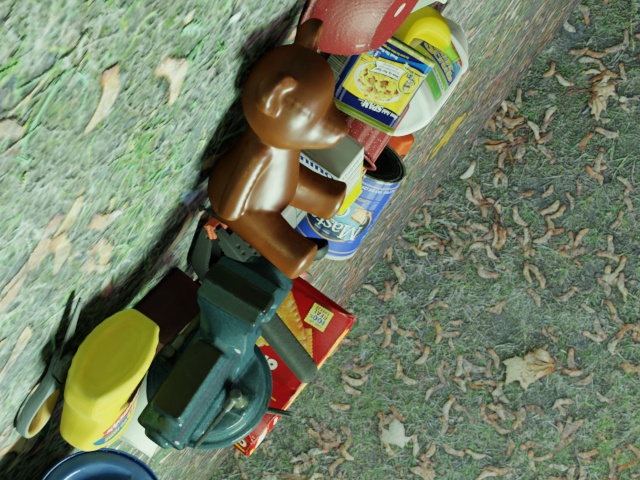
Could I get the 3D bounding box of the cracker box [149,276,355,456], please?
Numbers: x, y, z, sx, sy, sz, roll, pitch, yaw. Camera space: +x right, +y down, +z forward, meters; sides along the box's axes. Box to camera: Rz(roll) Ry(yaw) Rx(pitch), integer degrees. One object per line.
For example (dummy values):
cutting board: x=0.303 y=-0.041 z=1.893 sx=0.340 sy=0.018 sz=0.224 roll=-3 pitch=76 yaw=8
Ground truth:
cracker box: x=-0.085 y=0.133 z=1.339 sx=0.213 sy=0.164 sz=0.072 roll=-49 pitch=170 yaw=-26

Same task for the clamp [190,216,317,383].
clamp: x=-0.094 y=0.055 z=1.119 sx=0.036 sy=0.165 sz=0.210 roll=-49 pitch=136 yaw=-36

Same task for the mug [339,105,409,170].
mug: x=0.037 y=-0.139 z=1.136 sx=0.081 sy=0.093 sz=0.117 roll=-56 pitch=144 yaw=-4

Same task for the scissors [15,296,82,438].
scissors: x=-0.219 y=0.101 z=0.945 sx=0.202 sy=0.016 sz=0.096 roll=-57 pitch=173 yaw=33

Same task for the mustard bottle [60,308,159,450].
mustard bottle: x=-0.198 y=0.142 z=0.977 sx=0.096 sy=0.058 sz=0.192 roll=-56 pitch=177 yaw=-34

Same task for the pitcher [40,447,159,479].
pitcher: x=-0.252 y=0.282 z=1.110 sx=0.145 sy=0.149 sz=0.243 roll=-47 pitch=-175 yaw=-20

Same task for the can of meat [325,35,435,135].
can of meat: x=0.051 y=-0.163 z=1.044 sx=0.101 sy=0.057 sz=0.084 roll=21 pitch=109 yaw=-37

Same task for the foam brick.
foam brick: x=-0.155 y=0.078 z=1.084 sx=0.078 sy=0.051 sz=0.053 roll=-48 pitch=172 yaw=-33

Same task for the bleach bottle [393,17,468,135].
bleach bottle: x=0.125 y=-0.218 z=1.285 sx=0.068 sy=0.102 sz=0.250 roll=-21 pitch=-162 yaw=32

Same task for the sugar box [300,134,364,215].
sugar box: x=-0.003 y=-0.084 z=1.087 sx=0.048 sy=0.093 sz=0.176 roll=-52 pitch=172 yaw=-5

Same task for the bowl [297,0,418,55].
bowl: x=0.049 y=-0.217 z=0.926 sx=0.162 sy=0.055 sz=0.162 roll=-50 pitch=173 yaw=-9

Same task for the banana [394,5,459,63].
banana: x=0.103 y=-0.227 z=1.165 sx=0.037 sy=0.069 sz=0.197 roll=-37 pitch=171 yaw=31

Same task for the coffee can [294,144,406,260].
coffee can: x=0.033 y=-0.059 z=1.384 sx=0.140 sy=0.103 sz=0.102 roll=-58 pitch=171 yaw=34
